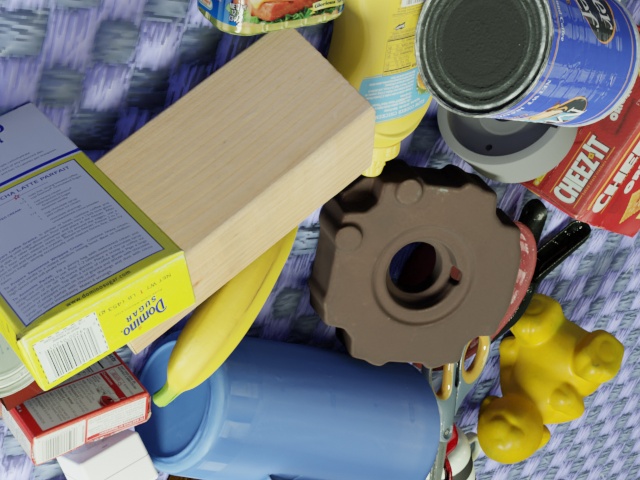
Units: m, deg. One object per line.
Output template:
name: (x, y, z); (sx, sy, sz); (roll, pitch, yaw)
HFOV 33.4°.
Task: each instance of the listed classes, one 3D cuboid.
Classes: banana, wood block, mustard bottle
banana: (-0.059, 0.027, 0.747); (0.037, 0.070, 0.197); (40, 68, -24)
wood block: (-0.071, -0.033, 0.688); (0.206, 0.091, 0.090); (-40, 164, -13)
mustard bottle: (0.046, -0.130, 0.765); (0.096, 0.058, 0.192); (-24, 135, -35)

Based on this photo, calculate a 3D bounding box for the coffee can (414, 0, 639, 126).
coffee can: (0.146, -0.133, 0.741); (0.140, 0.103, 0.103); (-4, 123, -51)

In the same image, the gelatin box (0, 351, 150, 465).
gelatin box: (-0.173, 0.108, 0.738); (0.089, 0.073, 0.030); (-19, 133, -34)

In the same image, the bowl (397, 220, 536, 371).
bowl: (0.122, 0.039, 0.979); (0.161, 0.055, 0.162); (-25, 135, -28)

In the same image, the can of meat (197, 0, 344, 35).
can of meat: (-0.025, -0.180, 0.659); (0.101, 0.057, 0.084); (-17, 134, -34)

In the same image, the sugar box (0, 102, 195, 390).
sugar box: (-0.154, -0.004, 0.581); (0.093, 0.176, 0.048); (-30, 135, -23)

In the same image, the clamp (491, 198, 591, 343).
clamp: (0.204, 0.037, 1.070); (0.120, 0.039, 0.172); (9, 119, -42)

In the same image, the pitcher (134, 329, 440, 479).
pitcher: (-0.023, 0.151, 0.855); (0.242, 0.149, 0.145); (17, 93, -43)

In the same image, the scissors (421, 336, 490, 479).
scissors: (0.126, 0.161, 0.996); (0.096, 0.016, 0.202); (-30, 127, -34)
